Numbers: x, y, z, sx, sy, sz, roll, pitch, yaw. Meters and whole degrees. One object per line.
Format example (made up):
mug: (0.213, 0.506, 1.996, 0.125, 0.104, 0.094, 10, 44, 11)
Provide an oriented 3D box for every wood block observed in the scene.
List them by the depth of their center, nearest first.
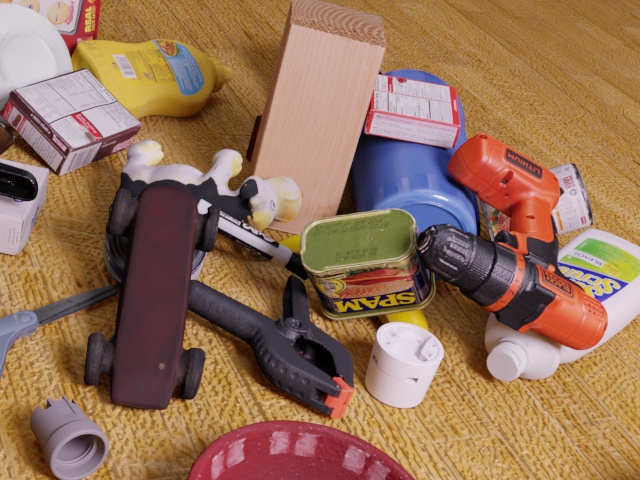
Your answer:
wood block: (-0.009, -0.116, 1.026, 0.090, 0.206, 0.090, 12, 29, -7)

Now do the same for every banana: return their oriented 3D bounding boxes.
banana: (0.033, 0.042, 0.956, 0.198, 0.037, 0.069, 31, 62, 31)

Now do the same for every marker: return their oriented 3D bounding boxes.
marker: (-0.056, 0.001, 0.932, 0.121, 0.020, 0.020, 29, 28, -9)

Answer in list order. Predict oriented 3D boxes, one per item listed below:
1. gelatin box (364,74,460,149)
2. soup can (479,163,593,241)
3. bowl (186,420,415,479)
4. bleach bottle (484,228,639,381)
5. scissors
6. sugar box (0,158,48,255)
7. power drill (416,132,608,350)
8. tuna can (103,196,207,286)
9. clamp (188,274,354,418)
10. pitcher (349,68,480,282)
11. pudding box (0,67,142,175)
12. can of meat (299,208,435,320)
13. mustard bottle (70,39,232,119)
gelatin box: (0.087, -0.125, 1.025, 0.089, 0.030, 0.073, 9, 38, -4)
soup can: (0.217, -0.033, 1.082, 0.102, 0.068, 0.068, -17, 29, 9)
bowl: (-0.009, 0.185, 0.662, 0.162, 0.055, 0.162, 12, 29, -7)
bleach bottle: (0.228, 0.067, 0.978, 0.103, 0.068, 0.250, 30, 34, 23)
scissors: (-0.220, 0.075, 0.791, 0.201, 0.016, 0.096, -8, 39, -37)
sugar box: (-0.330, -0.043, 0.909, 0.176, 0.048, 0.093, 15, 31, -7)
power drill: (0.154, -0.007, 0.906, 0.184, 0.057, 0.187, 29, 37, -23)
tuna can: (-0.139, 0.006, 0.896, 0.086, 0.034, 0.086, 8, 57, -12)
clamp: (-0.037, 0.078, 0.851, 0.120, 0.039, 0.172, -2, 30, -28)
pitcher: (0.099, -0.058, 1.078, 0.149, 0.145, 0.243, 2, 34, -1)
pudding box: (-0.247, -0.121, 1.065, 0.090, 0.039, 0.113, 44, 33, 9)
can of meat: (0.039, 0.019, 0.890, 0.102, 0.084, 0.057, -8, 58, 11)
mustard bottle: (-0.179, -0.182, 1.200, 0.191, 0.058, 0.096, -12, 63, -41)
